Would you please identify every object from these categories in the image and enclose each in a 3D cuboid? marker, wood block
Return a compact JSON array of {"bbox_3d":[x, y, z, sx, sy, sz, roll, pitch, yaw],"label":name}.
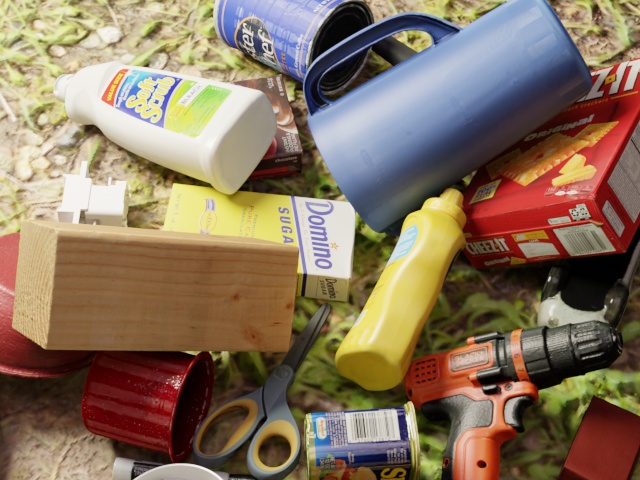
[{"bbox_3d":[-0.106,0.191,0.858,0.121,0.020,0.020,7,52,2],"label":"marker"},{"bbox_3d":[-0.130,0.037,0.858,0.205,0.090,0.091,4,3,-32],"label":"wood block"}]

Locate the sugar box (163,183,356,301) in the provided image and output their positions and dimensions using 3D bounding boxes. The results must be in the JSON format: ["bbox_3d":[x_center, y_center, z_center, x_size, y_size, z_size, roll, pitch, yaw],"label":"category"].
[{"bbox_3d":[-0.056,0.001,0.993,0.176,0.048,0.093,4,52,2],"label":"sugar box"}]

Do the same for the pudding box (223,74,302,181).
[{"bbox_3d":[-0.072,-0.113,1.084,0.090,0.039,0.113,-9,52,-9],"label":"pudding box"}]

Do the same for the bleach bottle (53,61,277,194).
[{"bbox_3d":[-0.170,-0.122,1.050,0.251,0.068,0.102,17,59,30],"label":"bleach bottle"}]

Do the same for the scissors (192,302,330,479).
[{"bbox_3d":[-0.022,0.130,0.900,0.096,0.016,0.201,30,51,28],"label":"scissors"}]

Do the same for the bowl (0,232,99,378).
[{"bbox_3d":[-0.246,0.042,0.909,0.162,0.055,0.162,15,33,-10],"label":"bowl"}]

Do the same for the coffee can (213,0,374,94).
[{"bbox_3d":[-0.028,-0.227,1.122,0.140,0.103,0.102,32,56,31],"label":"coffee can"}]

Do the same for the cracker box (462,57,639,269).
[{"bbox_3d":[0.234,-0.075,0.997,0.165,0.072,0.213,-9,37,47],"label":"cracker box"}]

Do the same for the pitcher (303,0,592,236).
[{"bbox_3d":[0.112,-0.129,0.975,0.243,0.149,0.145,-32,56,13],"label":"pitcher"}]

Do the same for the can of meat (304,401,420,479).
[{"bbox_3d":[0.030,0.171,0.830,0.084,0.102,0.057,-3,51,-3],"label":"can of meat"}]

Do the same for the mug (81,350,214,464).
[{"bbox_3d":[-0.137,0.121,0.875,0.081,0.093,0.117,12,27,12],"label":"mug"}]

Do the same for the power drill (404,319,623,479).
[{"bbox_3d":[0.154,0.156,0.836,0.185,0.057,0.187,-18,47,26],"label":"power drill"}]

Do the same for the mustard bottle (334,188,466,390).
[{"bbox_3d":[0.079,0.033,0.924,0.058,0.096,0.191,29,65,-1],"label":"mustard bottle"}]
